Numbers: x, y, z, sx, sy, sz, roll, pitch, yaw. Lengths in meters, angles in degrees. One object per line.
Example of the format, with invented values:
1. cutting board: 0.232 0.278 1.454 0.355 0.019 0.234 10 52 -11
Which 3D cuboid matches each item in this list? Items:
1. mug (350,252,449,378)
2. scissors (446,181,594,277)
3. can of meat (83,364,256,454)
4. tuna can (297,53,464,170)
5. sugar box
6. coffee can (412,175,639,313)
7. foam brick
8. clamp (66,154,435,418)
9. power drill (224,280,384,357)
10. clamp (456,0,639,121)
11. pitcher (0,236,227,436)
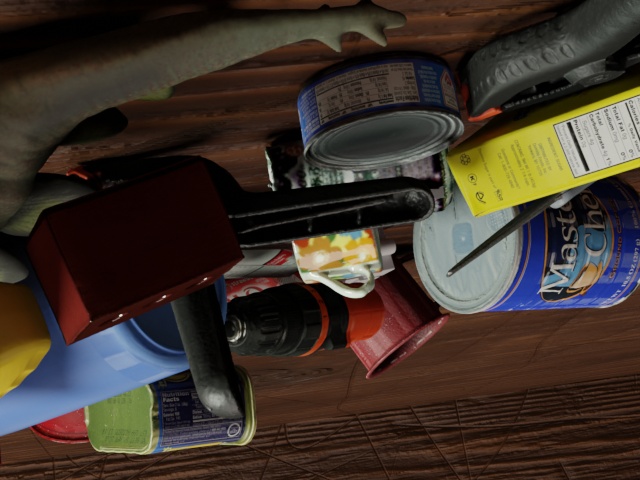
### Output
1. mug: 0.064 0.056 0.953 0.117 0.081 0.093 -39 165 5
2. scissors: 0.140 -0.033 0.639 0.201 0.016 0.096 -31 -171 -12
3. can of meat: -0.110 0.122 0.763 0.083 0.057 0.102 0 172 -40
4. tuna can: 0.031 -0.067 0.566 0.086 0.034 0.086 -8 166 -2
5. sugar box: 0.163 -0.067 0.565 0.177 0.048 0.093 -21 -170 33
6. coffee can: 0.152 -0.001 0.764 0.140 0.103 0.103 1 163 -35
7. foam brick: -0.083 0.005 0.473 0.078 0.051 0.053 -23 173 -29
8. clamp: -0.055 -0.007 0.568 0.164 0.210 0.036 -39 135 -25
9. power drill: -0.068 0.065 0.796 0.188 0.057 0.184 -7 175 32
10. clamp: 0.140 -0.096 0.510 0.120 0.039 0.172 -1 172 -31
11. pitcher: -0.176 0.051 0.721 0.243 0.149 0.144 -19 145 36
